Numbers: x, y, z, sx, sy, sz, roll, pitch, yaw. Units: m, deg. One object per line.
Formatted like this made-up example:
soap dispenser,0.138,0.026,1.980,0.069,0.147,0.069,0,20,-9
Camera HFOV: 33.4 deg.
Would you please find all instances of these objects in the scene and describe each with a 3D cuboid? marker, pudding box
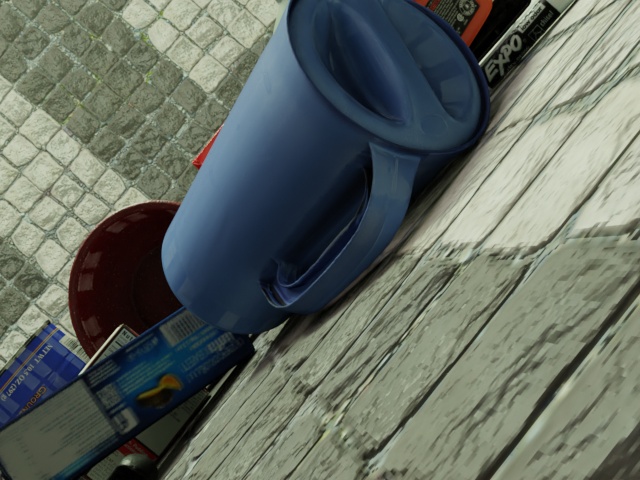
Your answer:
marker,0.118,-0.118,0.693,0.121,0.020,0.020,-48,5,19
pudding box,-0.156,0.135,0.832,0.113,0.090,0.039,-52,5,-17

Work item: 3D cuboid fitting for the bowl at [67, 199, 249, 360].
bowl,-0.126,0.046,0.895,0.162,0.162,0.055,-49,-7,10

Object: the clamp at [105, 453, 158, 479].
clamp,-0.134,0.171,0.661,0.120,0.039,0.171,-49,5,0

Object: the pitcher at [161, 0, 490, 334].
pitcher,-0.012,-0.032,0.674,0.149,0.145,0.243,-35,-11,-44

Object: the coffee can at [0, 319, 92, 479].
coffee can,-0.209,0.150,0.905,0.103,0.140,0.103,-50,5,5
